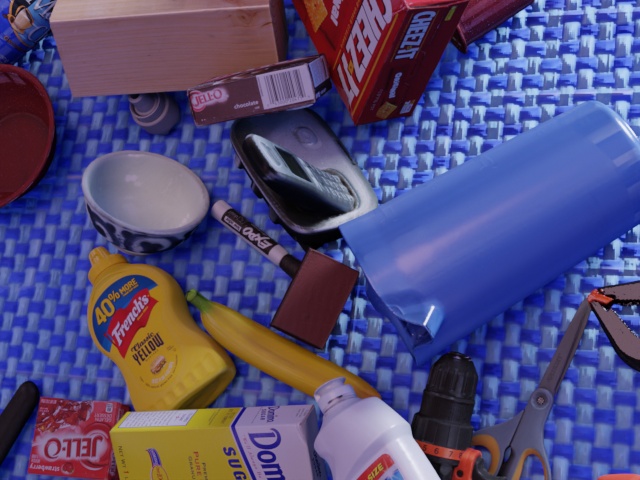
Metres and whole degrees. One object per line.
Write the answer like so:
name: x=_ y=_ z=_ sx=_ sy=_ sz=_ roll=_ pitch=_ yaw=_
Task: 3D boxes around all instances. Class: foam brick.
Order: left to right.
foam brick: x=-0.005 y=0.052 z=0.945 sx=0.051 sy=0.053 sz=0.078 roll=27 pitch=83 yaw=0

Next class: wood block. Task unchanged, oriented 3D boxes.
wood block: x=-0.140 y=-0.203 z=1.022 sx=0.206 sy=0.091 sz=0.090 roll=-3 pitch=42 yaw=6

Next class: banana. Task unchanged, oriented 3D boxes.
banana: x=-0.032 y=0.105 z=0.939 sx=0.198 sy=0.069 sz=0.037 roll=26 pitch=85 yaw=15

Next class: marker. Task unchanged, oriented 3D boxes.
marker: x=-0.057 y=0.001 z=1.006 sx=0.121 sy=0.020 sz=0.020 roll=37 pitch=89 yaw=26

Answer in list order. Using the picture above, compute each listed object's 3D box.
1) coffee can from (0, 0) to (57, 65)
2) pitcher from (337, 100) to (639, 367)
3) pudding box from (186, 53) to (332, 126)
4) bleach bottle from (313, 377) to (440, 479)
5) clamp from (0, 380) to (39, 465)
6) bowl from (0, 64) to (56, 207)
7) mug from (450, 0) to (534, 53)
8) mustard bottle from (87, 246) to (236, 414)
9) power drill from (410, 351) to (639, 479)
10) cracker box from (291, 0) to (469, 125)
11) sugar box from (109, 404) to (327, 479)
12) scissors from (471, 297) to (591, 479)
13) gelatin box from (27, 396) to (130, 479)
coffee can: x=-0.322 y=-0.263 z=1.141 sx=0.140 sy=0.102 sz=0.103 roll=-39 pitch=65 yaw=6
pitcher: x=0.143 y=-0.016 z=0.879 sx=0.243 sy=0.145 sz=0.149 roll=-30 pitch=71 yaw=1
pudding box: x=-0.053 y=-0.135 z=0.953 sx=0.113 sy=0.090 sz=0.039 roll=-8 pitch=105 yaw=13
bleach bottle: x=0.057 y=0.222 z=0.808 sx=0.103 sy=0.068 sz=0.251 roll=-38 pitch=65 yaw=19
clamp: x=-0.357 y=0.241 z=1.027 sx=0.165 sy=0.036 sz=0.210 roll=-8 pitch=62 yaw=21
bowl: x=-0.335 y=-0.100 z=1.120 sx=0.162 sy=0.055 sz=0.162 roll=-5 pitch=76 yaw=19
mug: x=0.136 y=-0.239 z=0.971 sx=0.081 sy=0.093 sz=0.117 roll=-32 pitch=62 yaw=4
mustard bottle: x=-0.165 y=0.079 z=1.002 sx=0.096 sy=0.058 sz=0.192 roll=-43 pitch=64 yaw=10
power drill: x=0.149 y=0.193 z=0.828 sx=0.188 sy=0.057 sz=0.184 roll=12 pitch=90 yaw=31
cracker box: x=0.035 y=-0.237 z=0.962 sx=0.072 sy=0.164 sz=0.214 roll=-14 pitch=64 yaw=-22
sugar box: x=-0.086 y=0.193 z=0.918 sx=0.176 sy=0.048 sz=0.093 roll=-5 pitch=106 yaw=18
scissors: x=0.162 y=0.137 z=0.884 sx=0.096 sy=0.016 sz=0.201 roll=8 pitch=77 yaw=22
gelatin box: x=-0.227 y=0.188 z=1.007 sx=0.089 sy=0.030 sz=0.073 roll=1 pitch=74 yaw=21
